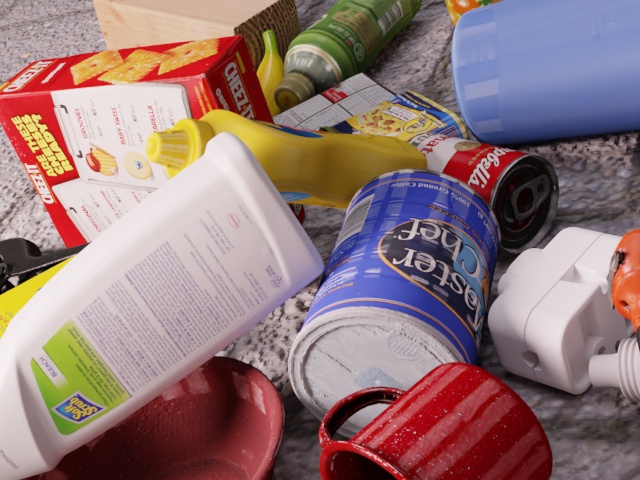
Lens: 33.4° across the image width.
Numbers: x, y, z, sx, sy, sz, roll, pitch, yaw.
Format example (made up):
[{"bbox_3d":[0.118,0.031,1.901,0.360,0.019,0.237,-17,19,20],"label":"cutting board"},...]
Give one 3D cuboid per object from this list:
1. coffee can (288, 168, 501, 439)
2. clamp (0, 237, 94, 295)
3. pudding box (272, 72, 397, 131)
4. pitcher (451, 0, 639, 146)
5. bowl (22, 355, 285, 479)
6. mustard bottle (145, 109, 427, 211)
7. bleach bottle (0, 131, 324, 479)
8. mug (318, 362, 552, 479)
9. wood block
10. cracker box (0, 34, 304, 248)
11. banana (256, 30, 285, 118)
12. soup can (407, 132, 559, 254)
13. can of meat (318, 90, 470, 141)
[{"bbox_3d":[0.048,0.038,0.636,0.103,0.103,0.140,-7,34,23],"label":"coffee can"},{"bbox_3d":[-0.261,0.048,0.867,0.210,0.036,0.164,9,50,46],"label":"clamp"},{"bbox_3d":[0.013,-0.095,0.920,0.113,0.039,0.090,-29,33,-8],"label":"pudding box"},{"bbox_3d":[0.225,-0.150,0.782,0.243,0.145,0.149,-8,34,27],"label":"pitcher"},{"bbox_3d":[-0.088,0.140,0.610,0.162,0.055,0.162,-16,32,10],"label":"bowl"},{"bbox_3d":[-0.028,-0.051,0.702,0.191,0.058,0.096,4,5,-39],"label":"mustard bottle"},{"bbox_3d":[-0.125,0.050,0.603,0.250,0.102,0.068,-35,16,-7],"label":"bleach bottle"},{"bbox_3d":[0.052,0.110,0.536,0.081,0.093,0.117,-36,42,-30],"label":"mug"},{"bbox_3d":[-0.125,-0.213,1.100,0.206,0.090,0.090,19,46,36],"label":"wood block"},{"bbox_3d":[-0.135,-0.068,0.849,0.214,0.164,0.072,0,36,31],"label":"cracker box"},{"bbox_3d":[-0.072,-0.113,0.970,0.037,0.069,0.197,-20,29,36],"label":"banana"},{"bbox_3d":[0.105,-0.035,0.746,0.068,0.068,0.102,-38,34,-24],"label":"soup can"},{"bbox_3d":[0.059,-0.071,0.838,0.084,0.057,0.102,-27,33,-13],"label":"can of meat"}]
